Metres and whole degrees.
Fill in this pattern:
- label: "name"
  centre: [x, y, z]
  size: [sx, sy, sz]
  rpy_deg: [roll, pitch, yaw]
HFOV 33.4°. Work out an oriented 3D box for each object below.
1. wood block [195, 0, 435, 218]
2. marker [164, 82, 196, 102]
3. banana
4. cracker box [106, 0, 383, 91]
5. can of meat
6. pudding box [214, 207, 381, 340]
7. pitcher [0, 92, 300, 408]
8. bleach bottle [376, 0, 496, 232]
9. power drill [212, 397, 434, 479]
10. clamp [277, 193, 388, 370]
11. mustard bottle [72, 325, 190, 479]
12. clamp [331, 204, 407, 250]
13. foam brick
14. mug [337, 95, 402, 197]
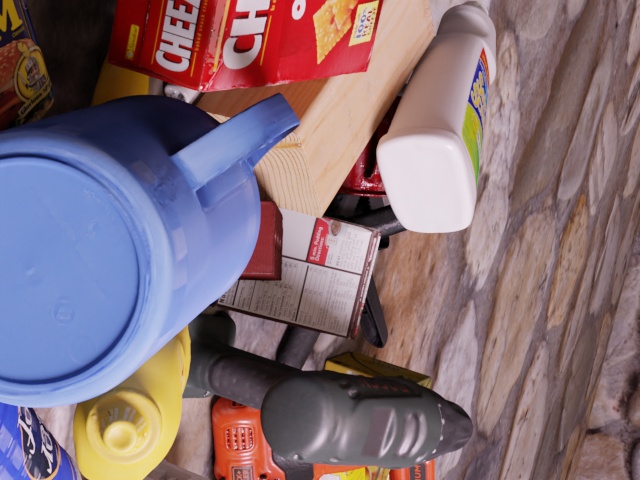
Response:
- label: "wood block"
  centre: [0.001, -0.129, 0.809]
  size: [0.206, 0.091, 0.090]
  rpy_deg: [-58, 150, -30]
- label: "marker"
  centre: [-0.069, -0.139, 0.742]
  size: [0.121, 0.020, 0.020]
  rpy_deg: [-57, 150, -32]
- label: "banana"
  centre: [-0.129, -0.032, 0.668]
  size: [0.069, 0.037, 0.198]
  rpy_deg: [-82, 179, -64]
- label: "cracker box"
  centre: [-0.023, -0.178, 0.626]
  size: [0.213, 0.072, 0.164]
  rpy_deg: [-24, 130, -62]
- label: "can of meat"
  centre: [-0.179, -0.081, 0.507]
  size: [0.102, 0.057, 0.084]
  rpy_deg: [-53, 151, -37]
- label: "pudding box"
  centre: [-0.017, 0.021, 0.829]
  size: [0.039, 0.113, 0.090]
  rpy_deg: [12, 91, -79]
- label: "pitcher"
  centre: [-0.096, -0.010, 0.513]
  size: [0.243, 0.145, 0.149]
  rpy_deg: [-79, -179, -82]
- label: "bleach bottle"
  centre: [0.108, -0.125, 0.887]
  size: [0.250, 0.068, 0.102]
  rpy_deg: [-72, 152, -42]
- label: "power drill"
  centre: [0.003, 0.210, 0.911]
  size: [0.057, 0.187, 0.184]
  rpy_deg: [-100, -173, -64]
- label: "clamp"
  centre: [0.029, 0.022, 1.014]
  size: [0.164, 0.036, 0.210]
  rpy_deg: [2, 100, -56]
- label: "mustard bottle"
  centre: [-0.113, 0.097, 0.643]
  size: [0.192, 0.058, 0.096]
  rpy_deg: [-155, -93, -84]
- label: "clamp"
  centre: [0.014, 0.001, 0.910]
  size: [0.120, 0.171, 0.039]
  rpy_deg: [127, -53, -67]
- label: "foam brick"
  centre: [-0.055, 0.001, 0.772]
  size: [0.078, 0.051, 0.053]
  rpy_deg: [67, 25, -85]
- label: "mug"
  centre: [0.037, -0.082, 0.898]
  size: [0.117, 0.093, 0.081]
  rpy_deg: [-133, -132, -74]
